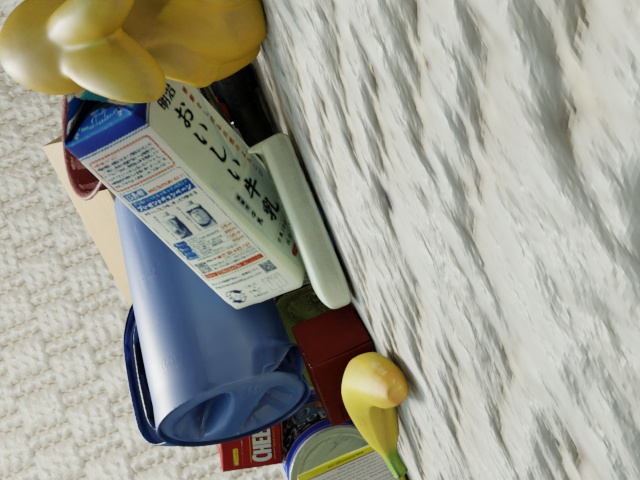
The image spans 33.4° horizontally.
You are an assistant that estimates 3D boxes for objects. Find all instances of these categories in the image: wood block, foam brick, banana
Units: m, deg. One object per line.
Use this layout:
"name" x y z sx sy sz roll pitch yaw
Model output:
"wood block" -0.181 -0.029 1.086 0.091 0.090 0.206 -4 117 51
"foam brick" 0.016 0.099 0.851 0.051 0.053 0.078 -119 9 -48
"banana" 0.043 0.116 0.777 0.070 0.037 0.198 44 166 23

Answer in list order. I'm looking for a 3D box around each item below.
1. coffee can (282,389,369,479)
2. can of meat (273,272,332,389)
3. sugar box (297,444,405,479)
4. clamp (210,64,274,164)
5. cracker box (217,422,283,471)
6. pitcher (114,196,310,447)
"coffee can" 0.009 0.222 1.114 0.140 0.102 0.103 -138 27 -77
"can of meat" -0.013 0.077 1.018 0.084 0.057 0.102 -120 10 -69
"sugar box" 0.054 0.278 0.966 0.048 0.093 0.176 96 152 -79
"clamp" -0.067 -0.121 0.872 0.120 0.039 0.171 55 174 40
"cracker box" -0.087 0.126 1.150 0.214 0.072 0.164 -124 29 -73
"pitcher" -0.114 0.056 0.952 0.145 0.149 0.243 93 160 -59
